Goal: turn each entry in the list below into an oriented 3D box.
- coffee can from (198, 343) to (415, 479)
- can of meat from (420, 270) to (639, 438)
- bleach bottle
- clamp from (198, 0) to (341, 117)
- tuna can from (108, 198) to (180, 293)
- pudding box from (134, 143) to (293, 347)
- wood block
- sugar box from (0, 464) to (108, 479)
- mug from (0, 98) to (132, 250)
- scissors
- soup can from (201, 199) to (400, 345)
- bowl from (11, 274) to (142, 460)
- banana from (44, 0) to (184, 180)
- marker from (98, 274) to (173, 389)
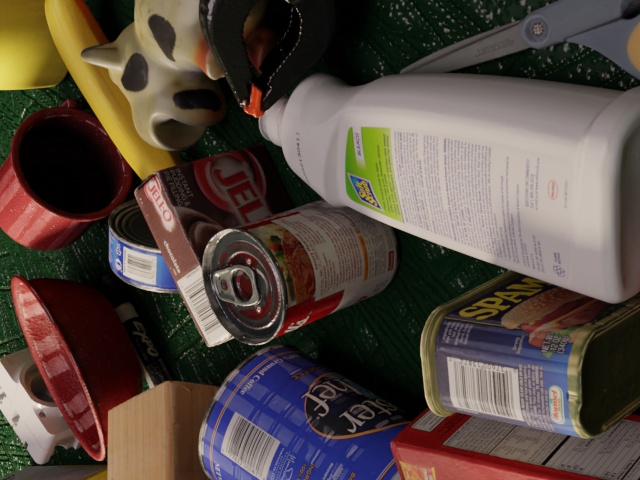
[{"bbox_3d":[0.009,0.138,0.655,0.140,0.102,0.103,26,121,37],"label":"coffee can"},{"bbox_3d":[0.113,0.054,0.523,0.084,0.101,0.057,6,108,42],"label":"can of meat"},{"bbox_3d":[0.060,-0.049,0.564,0.251,0.068,0.102,20,129,41],"label":"bleach bottle"},{"bbox_3d":[-0.030,-0.153,0.572,0.039,0.120,0.172,-106,36,-63],"label":"clamp"},{"bbox_3d":[-0.102,0.002,0.730,0.086,0.085,0.034,27,123,36],"label":"tuna can"},{"bbox_3d":[-0.055,0.001,0.679,0.039,0.089,0.113,-30,83,48],"label":"pudding box"},{"bbox_3d":[-0.086,0.209,0.724,0.090,0.090,0.206,-30,56,45],"label":"wood block"},{"bbox_3d":[-0.253,0.237,0.959,0.177,0.093,0.048,-17,92,47],"label":"sugar box"},{"bbox_3d":[-0.202,-0.053,0.818,0.082,0.093,0.117,-35,48,50],"label":"mug"},{"bbox_3d":[0.124,-0.091,0.522,0.202,0.016,0.096,-33,80,46],"label":"scissors"},{"bbox_3d":[-0.010,0.014,0.630,0.069,0.102,0.068,17,116,40],"label":"soup can"},{"bbox_3d":[-0.187,0.091,0.849,0.162,0.055,0.162,45,148,37],"label":"bowl"},{"bbox_3d":[-0.148,-0.104,0.760,0.198,0.037,0.069,58,178,2],"label":"banana"},{"bbox_3d":[-0.144,0.081,0.848,0.020,0.020,0.121,-40,75,45],"label":"marker"}]
